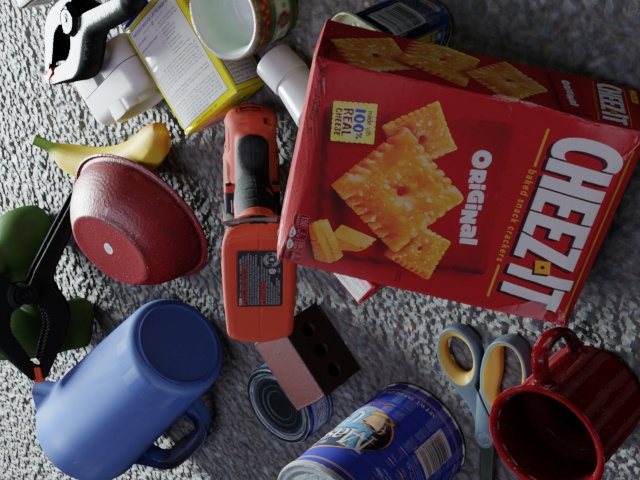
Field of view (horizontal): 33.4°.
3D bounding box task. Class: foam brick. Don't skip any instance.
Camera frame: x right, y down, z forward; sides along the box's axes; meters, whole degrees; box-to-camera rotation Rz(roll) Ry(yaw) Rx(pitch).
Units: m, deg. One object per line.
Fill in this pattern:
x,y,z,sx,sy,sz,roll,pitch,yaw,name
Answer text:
-0.012,0.109,0.993,0.078,0.052,0.051,56,138,2,foam brick

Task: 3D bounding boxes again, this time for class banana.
-0.206,-0.085,1.060,0.198,0.069,0.037,-2,68,39,banana

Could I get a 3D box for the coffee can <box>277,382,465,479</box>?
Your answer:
0.045,0.201,0.926,0.103,0.140,0.103,23,127,33,coffee can

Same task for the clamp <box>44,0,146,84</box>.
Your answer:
-0.202,-0.192,0.936,0.120,0.039,0.172,57,140,31,clamp

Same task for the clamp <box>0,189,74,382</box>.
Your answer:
-0.316,0.049,1.162,0.036,0.164,0.210,16,122,65,clamp

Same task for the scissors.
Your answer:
0.128,0.150,0.911,0.096,0.016,0.202,34,133,27,scissors

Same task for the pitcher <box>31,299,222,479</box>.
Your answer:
-0.197,0.167,1.158,0.243,0.148,0.145,-42,63,44,pitcher

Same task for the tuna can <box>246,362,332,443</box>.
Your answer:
-0.032,0.156,1.052,0.086,0.033,0.086,23,127,33,tuna can

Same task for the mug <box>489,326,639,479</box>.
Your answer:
0.183,0.119,0.791,0.093,0.081,0.117,-3,111,44,mug

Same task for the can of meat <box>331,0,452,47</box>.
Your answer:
0.045,-0.125,0.778,0.057,0.083,0.102,37,134,23,can of meat

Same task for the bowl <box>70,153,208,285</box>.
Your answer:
-0.193,-0.007,1.061,0.162,0.055,0.162,23,142,19,bowl

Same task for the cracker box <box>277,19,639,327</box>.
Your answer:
0.087,-0.041,0.721,0.213,0.072,0.164,14,126,0,cracker box

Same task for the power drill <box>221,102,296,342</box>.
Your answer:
-0.056,0.001,0.893,0.187,0.057,0.184,-103,10,-58,power drill

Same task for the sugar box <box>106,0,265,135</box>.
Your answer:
-0.126,-0.189,0.934,0.094,0.048,0.176,-31,87,48,sugar box
